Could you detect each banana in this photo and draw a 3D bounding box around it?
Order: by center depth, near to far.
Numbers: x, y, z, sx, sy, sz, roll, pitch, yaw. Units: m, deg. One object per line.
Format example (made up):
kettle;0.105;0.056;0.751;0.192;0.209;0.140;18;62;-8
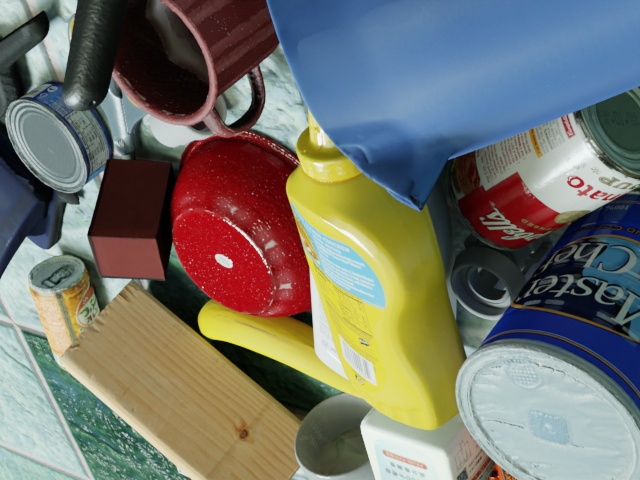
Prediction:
banana;-0.031;0.080;0.842;0.198;0.037;0.069;16;162;36

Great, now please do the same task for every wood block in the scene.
wood block;-0.109;0.139;0.901;0.206;0.090;0.090;39;164;7

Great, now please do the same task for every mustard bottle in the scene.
mustard bottle;0.026;0.007;0.552;0.096;0.058;0.191;40;155;48

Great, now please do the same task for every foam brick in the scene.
foam brick;-0.138;-0.015;0.800;0.051;0.078;0.053;1;141;4

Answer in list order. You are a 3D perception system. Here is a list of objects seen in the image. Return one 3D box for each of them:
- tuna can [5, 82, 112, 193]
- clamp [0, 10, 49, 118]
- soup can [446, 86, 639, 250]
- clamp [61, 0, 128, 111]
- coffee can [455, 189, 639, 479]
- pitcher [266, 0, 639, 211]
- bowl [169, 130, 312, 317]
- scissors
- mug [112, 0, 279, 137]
tuna can;-0.208;-0.083;0.852;0.086;0.033;0.086;24;138;24
clamp;-0.274;-0.157;0.840;0.120;0.039;0.172;45;143;4
soup can;0.123;-0.043;0.558;0.068;0.068;0.102;49;142;-5
clamp;-0.109;-0.183;0.577;0.210;0.036;0.164;-35;72;33
coffee can;0.149;0.053;0.564;0.103;0.140;0.103;25;138;24
pitcher;0.104;-0.127;0.405;0.243;0.145;0.149;-18;112;20
bowl;-0.055;0.001;0.772;0.162;0.055;0.162;24;137;24
scissors;-0.135;-0.079;0.803;0.096;0.016;0.202;12;132;35
mug;-0.070;-0.120;0.652;0.093;0.081;0.117;-10;117;46
